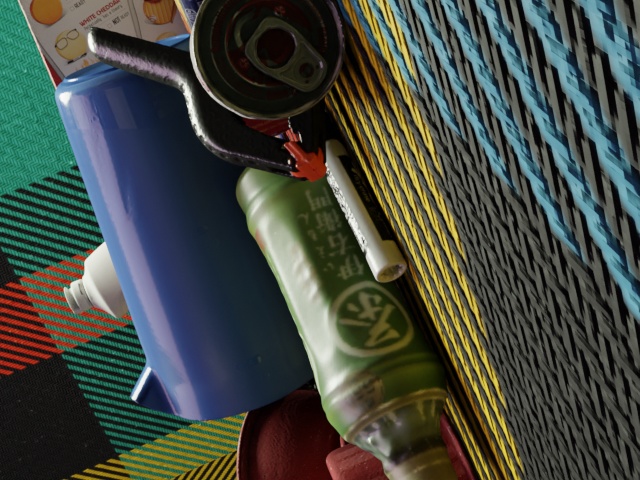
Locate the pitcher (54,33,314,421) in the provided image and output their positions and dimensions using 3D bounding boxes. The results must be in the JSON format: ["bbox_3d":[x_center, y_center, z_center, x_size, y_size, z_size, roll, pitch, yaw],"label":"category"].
[{"bbox_3d":[-0.077,-0.014,0.730,0.149,0.145,0.243,-47,-57,-57],"label":"pitcher"}]

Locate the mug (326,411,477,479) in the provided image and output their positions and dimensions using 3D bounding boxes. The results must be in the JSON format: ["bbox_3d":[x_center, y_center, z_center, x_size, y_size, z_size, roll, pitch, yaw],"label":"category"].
[{"bbox_3d":[0.051,0.153,0.702,0.093,0.081,0.117,72,173,-50],"label":"mug"}]

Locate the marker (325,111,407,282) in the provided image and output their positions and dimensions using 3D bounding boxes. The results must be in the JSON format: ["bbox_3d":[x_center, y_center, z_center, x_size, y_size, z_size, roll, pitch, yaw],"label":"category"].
[{"bbox_3d":[0.016,-0.029,0.607,0.020,0.020,0.121,74,172,-58],"label":"marker"}]

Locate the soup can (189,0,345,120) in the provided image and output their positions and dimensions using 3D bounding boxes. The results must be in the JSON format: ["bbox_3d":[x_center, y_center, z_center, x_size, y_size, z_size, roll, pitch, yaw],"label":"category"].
[{"bbox_3d":[-0.029,-0.093,0.518,0.102,0.068,0.068,-135,23,-80],"label":"soup can"}]

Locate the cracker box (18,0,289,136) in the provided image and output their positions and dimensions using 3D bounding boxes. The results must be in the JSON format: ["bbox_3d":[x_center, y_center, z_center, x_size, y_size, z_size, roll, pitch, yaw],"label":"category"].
[{"bbox_3d":[-0.136,-0.158,0.849,0.072,0.164,0.214,-170,57,-83],"label":"cracker box"}]

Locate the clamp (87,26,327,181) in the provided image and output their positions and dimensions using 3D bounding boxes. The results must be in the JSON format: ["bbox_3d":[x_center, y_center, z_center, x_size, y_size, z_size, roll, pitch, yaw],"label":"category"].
[{"bbox_3d":[-0.060,-0.096,0.610,0.171,0.120,0.039,62,-164,22],"label":"clamp"}]

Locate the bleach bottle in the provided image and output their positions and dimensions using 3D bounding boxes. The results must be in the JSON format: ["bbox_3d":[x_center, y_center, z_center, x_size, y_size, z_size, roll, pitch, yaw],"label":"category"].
[{"bbox_3d":[-0.128,0.019,1.055,0.068,0.250,0.102,105,142,-83],"label":"bleach bottle"}]

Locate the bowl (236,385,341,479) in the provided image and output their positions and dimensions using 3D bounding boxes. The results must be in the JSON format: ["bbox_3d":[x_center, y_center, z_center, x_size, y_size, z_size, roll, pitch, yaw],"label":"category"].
[{"bbox_3d":[0.010,0.177,0.779,0.162,0.055,0.162,36,-136,-44],"label":"bowl"}]
